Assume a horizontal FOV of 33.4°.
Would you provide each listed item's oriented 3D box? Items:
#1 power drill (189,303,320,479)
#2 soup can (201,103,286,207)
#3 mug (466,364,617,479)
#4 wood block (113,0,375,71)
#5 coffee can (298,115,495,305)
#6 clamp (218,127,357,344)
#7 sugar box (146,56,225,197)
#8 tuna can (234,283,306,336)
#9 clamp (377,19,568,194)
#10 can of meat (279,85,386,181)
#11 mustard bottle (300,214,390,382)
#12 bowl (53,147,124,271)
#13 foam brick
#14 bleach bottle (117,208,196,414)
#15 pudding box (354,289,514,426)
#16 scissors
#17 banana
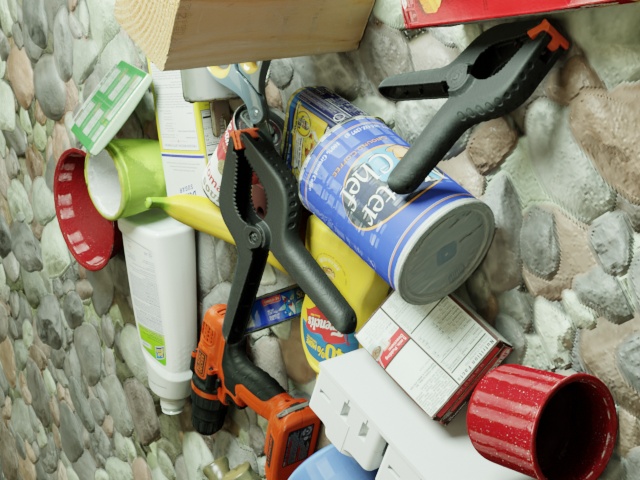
[{"bbox_3d":[-0.083,0.189,1.197,0.188,0.057,0.184,40,133,37],"label":"power drill"},{"bbox_3d":[-0.075,-0.083,1.090,0.068,0.068,0.102,60,141,21],"label":"soup can"},{"bbox_3d":[0.176,0.150,0.836,0.117,0.093,0.082,49,158,-27],"label":"mug"},{"bbox_3d":[-0.060,-0.213,0.913,0.091,0.205,0.090,49,135,32],"label":"wood block"},{"bbox_3d":[0.062,-0.027,0.902,0.140,0.102,0.103,44,133,36],"label":"coffee can"},{"bbox_3d":[-0.057,0.001,1.007,0.165,0.036,0.210,-19,88,40],"label":"clamp"},{"bbox_3d":[-0.141,-0.121,1.183,0.094,0.048,0.176,10,112,51],"label":"sugar box"},{"bbox_3d":[-0.051,0.071,1.094,0.086,0.085,0.034,-23,84,53],"label":"tuna can"},{"bbox_3d":[0.110,-0.122,0.833,0.172,0.039,0.120,-36,48,24],"label":"clamp"},{"bbox_3d":[0.008,-0.084,0.993,0.084,0.057,0.102,39,129,42],"label":"can of meat"},{"bbox_3d":[0.022,0.073,1.023,0.096,0.058,0.192,26,121,40],"label":"mustard bottle"},{"bbox_3d":[-0.286,-0.044,1.386,0.162,0.055,0.162,21,117,48],"label":"bowl"},{"bbox_3d":[-0.028,-0.024,1.061,0.078,0.051,0.053,29,123,44],"label":"foam brick"},{"bbox_3d":[-0.192,0.093,1.304,0.103,0.067,0.251,23,121,47],"label":"bleach bottle"},{"bbox_3d":[0.095,0.088,0.917,0.090,0.039,0.114,-50,57,6],"label":"pudding box"},{"bbox_3d":[-0.074,-0.128,1.024,0.096,0.016,0.202,2,99,39],"label":"scissors"},{"bbox_3d":[-0.085,-0.006,1.114,0.198,0.069,0.037,22,120,14],"label":"banana"}]
